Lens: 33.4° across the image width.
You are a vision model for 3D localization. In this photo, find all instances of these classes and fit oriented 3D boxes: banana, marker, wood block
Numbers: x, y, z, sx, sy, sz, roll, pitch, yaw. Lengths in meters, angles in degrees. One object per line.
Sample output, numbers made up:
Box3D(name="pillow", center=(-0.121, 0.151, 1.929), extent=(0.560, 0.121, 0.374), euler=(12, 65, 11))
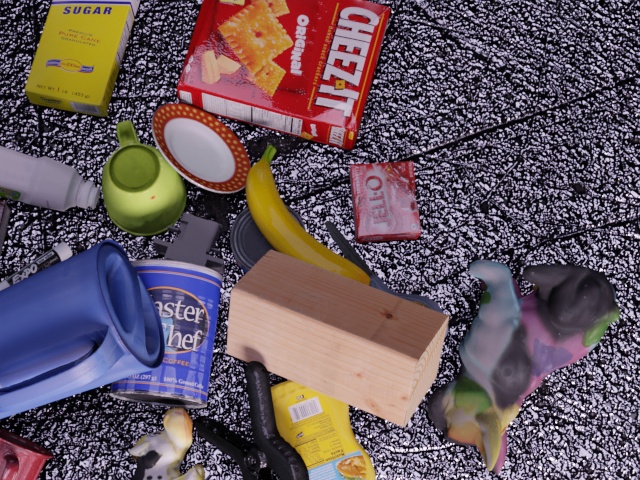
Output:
Box3D(name="banana", center=(-0.026, -0.015, 1.163), extent=(0.069, 0.037, 0.198), euler=(-33, 79, -9))
Box3D(name="marker", center=(-0.325, 0.041, 1.165), extent=(0.121, 0.020, 0.020), euler=(-37, 79, -30))
Box3D(name="wood block", center=(0.015, 0.097, 1.103), extent=(0.206, 0.090, 0.090), euler=(20, 36, 19))

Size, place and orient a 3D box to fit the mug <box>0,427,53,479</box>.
Box3D(name="mug", center=(-0.329, 0.240, 1.084), extent=(0.093, 0.117, 0.081), euler=(29, 79, -24))

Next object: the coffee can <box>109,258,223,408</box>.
Box3D(name="coffee can", center=(-0.162, 0.100, 1.130), extent=(0.103, 0.103, 0.140), euler=(6, 75, 0))

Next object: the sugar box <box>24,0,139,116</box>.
Box3D(name="sugar box", center=(-0.275, -0.238, 1.248), extent=(0.093, 0.048, 0.176), euler=(11, 76, 1))

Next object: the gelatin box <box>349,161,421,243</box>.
Box3D(name="gelatin box", center=(0.073, -0.044, 1.214), extent=(0.073, 0.030, 0.089), euler=(-4, 75, -3))

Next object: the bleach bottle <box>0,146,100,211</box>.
Box3D(name="bleach bottle", center=(-0.369, -0.080, 1.184), extent=(0.250, 0.102, 0.068), euler=(16, 81, -4))

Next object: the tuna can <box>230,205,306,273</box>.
Box3D(name="tuna can", center=(-0.058, 0.001, 1.196), extent=(0.086, 0.034, 0.086), euler=(0, 75, -2))

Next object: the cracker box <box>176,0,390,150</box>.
Box3D(name="cracker box", center=(-0.042, -0.214, 1.236), extent=(0.213, 0.072, 0.164), euler=(15, 75, 1))

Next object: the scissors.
Box3D(name="scissors", center=(0.075, 0.048, 1.169), extent=(0.016, 0.096, 0.202), euler=(-13, 74, -45))

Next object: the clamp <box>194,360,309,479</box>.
Box3D(name="clamp", center=(-0.067, 0.223, 1.101), extent=(0.039, 0.120, 0.171), euler=(-6, 64, -44))

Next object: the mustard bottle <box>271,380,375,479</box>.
Box3D(name="mustard bottle", center=(0.005, 0.237, 1.121), extent=(0.096, 0.058, 0.192), euler=(-19, 76, -6))

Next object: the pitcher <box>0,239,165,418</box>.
Box3D(name="pitcher", center=(-0.284, 0.106, 1.027), extent=(0.243, 0.149, 0.145), euler=(-22, 71, 9))
